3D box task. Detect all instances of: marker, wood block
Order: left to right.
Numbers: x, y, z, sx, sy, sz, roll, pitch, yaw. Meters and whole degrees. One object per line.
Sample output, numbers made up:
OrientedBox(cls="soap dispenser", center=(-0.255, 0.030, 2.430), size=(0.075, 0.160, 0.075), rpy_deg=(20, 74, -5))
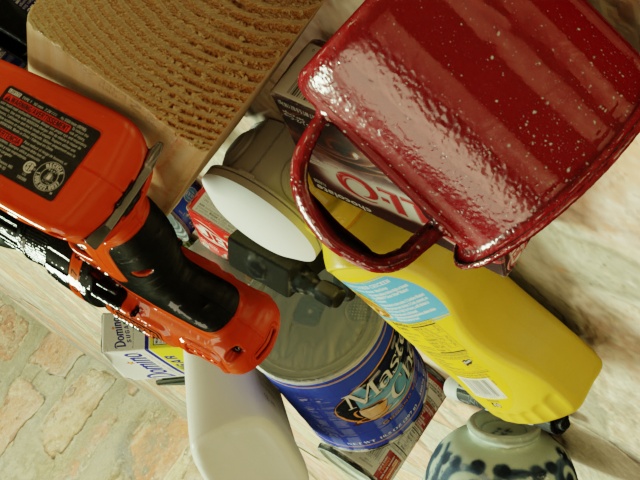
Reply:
OrientedBox(cls="wood block", center=(-0.080, -0.079, 0.518), size=(0.090, 0.090, 0.206), rpy_deg=(36, 165, -7))
OrientedBox(cls="marker", center=(0.135, 0.119, 0.777), size=(0.020, 0.020, 0.121), rpy_deg=(44, 162, -28))

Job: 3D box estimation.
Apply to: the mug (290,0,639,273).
OrientedBox(cls="mug", center=(0.039, -0.043, 0.338), size=(0.081, 0.117, 0.093), rpy_deg=(43, -174, -7))

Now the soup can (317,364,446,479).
OrientedBox(cls="soup can", center=(0.052, 0.147, 0.879), size=(0.068, 0.102, 0.068), rpy_deg=(32, 164, 10))

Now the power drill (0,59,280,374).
OrientedBox(cls="power drill", center=(-0.116, -0.013, 0.512), size=(0.185, 0.057, 0.187), rpy_deg=(24, 165, 21))

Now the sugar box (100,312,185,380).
OrientedBox(cls="sugar box", center=(-0.103, 0.092, 0.975), size=(0.176, 0.048, 0.093), rpy_deg=(-8, 156, 4))

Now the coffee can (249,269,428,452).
OrientedBox(cls="coffee can", center=(0.013, 0.080, 0.763), size=(0.103, 0.102, 0.140), rpy_deg=(26, 162, 30))

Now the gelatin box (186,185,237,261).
OrientedBox(cls="gelatin box", center=(-0.055, 0.001, 0.811), size=(0.089, 0.030, 0.073), rpy_deg=(32, 164, 13))

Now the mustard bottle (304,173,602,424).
OrientedBox(cls="mustard bottle", center=(0.059, 0.025, 0.587), size=(0.191, 0.058, 0.096), rpy_deg=(40, 163, -16))

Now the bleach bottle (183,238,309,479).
OrientedBox(cls="bleach bottle", center=(-0.071, 0.085, 0.835), size=(0.251, 0.068, 0.102), rpy_deg=(-108, -6, -53))

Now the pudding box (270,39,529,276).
OrientedBox(cls="pudding box", center=(0.041, -0.036, 0.483), size=(0.114, 0.039, 0.090), rpy_deg=(29, 163, 24))
